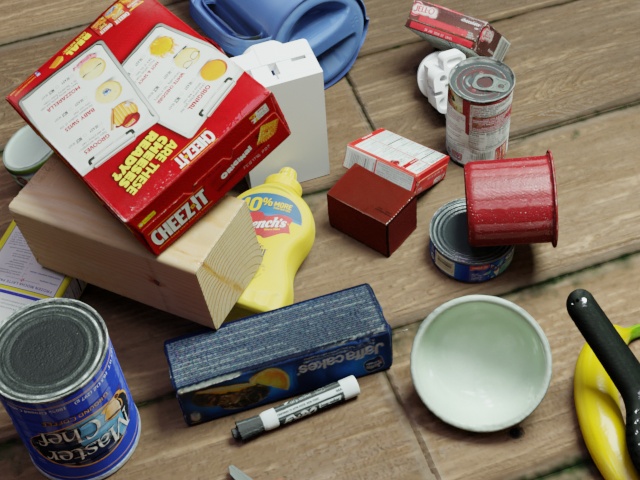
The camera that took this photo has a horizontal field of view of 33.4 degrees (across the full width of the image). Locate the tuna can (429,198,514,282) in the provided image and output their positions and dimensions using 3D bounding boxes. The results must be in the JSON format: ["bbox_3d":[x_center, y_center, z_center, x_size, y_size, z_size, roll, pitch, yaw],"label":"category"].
[{"bbox_3d":[0.151,0.000,1.060,0.086,0.034,0.086,-2,50,3],"label":"tuna can"}]

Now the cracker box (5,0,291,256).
[{"bbox_3d":[-0.155,-0.111,0.948,0.164,0.072,0.214,-43,57,-8],"label":"cracker box"}]

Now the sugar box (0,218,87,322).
[{"bbox_3d":[-0.286,0.045,1.053,0.093,0.048,0.176,13,56,13],"label":"sugar box"}]

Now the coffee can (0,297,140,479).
[{"bbox_3d":[-0.217,0.131,0.914,0.103,0.140,0.103,-2,50,3],"label":"coffee can"}]

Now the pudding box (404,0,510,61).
[{"bbox_3d":[0.156,-0.232,1.205,0.090,0.113,0.039,26,96,22],"label":"pudding box"}]

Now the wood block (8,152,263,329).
[{"bbox_3d":[-0.169,-0.005,0.986,0.206,0.091,0.090,18,56,23],"label":"wood block"}]

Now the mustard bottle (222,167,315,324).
[{"bbox_3d":[-0.057,0.001,1.061,0.096,0.058,0.191,6,51,16],"label":"mustard bottle"}]

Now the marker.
[{"bbox_3d":[-0.023,0.152,0.959,0.121,0.020,0.020,-21,52,-12],"label":"marker"}]

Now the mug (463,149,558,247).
[{"bbox_3d":[0.179,-0.041,1.019,0.081,0.093,0.117,-4,19,7],"label":"mug"}]

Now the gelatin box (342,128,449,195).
[{"bbox_3d":[0.080,-0.082,1.121,0.089,0.030,0.073,27,33,23],"label":"gelatin box"}]

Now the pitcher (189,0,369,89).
[{"bbox_3d":[-0.073,-0.283,1.251,0.145,0.149,0.243,-48,53,4],"label":"pitcher"}]

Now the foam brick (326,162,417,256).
[{"bbox_3d":[0.052,-0.031,1.083,0.078,0.051,0.053,30,60,26],"label":"foam brick"}]

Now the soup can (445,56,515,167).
[{"bbox_3d":[0.167,-0.133,1.123,0.068,0.102,0.068,-2,50,3],"label":"soup can"}]
